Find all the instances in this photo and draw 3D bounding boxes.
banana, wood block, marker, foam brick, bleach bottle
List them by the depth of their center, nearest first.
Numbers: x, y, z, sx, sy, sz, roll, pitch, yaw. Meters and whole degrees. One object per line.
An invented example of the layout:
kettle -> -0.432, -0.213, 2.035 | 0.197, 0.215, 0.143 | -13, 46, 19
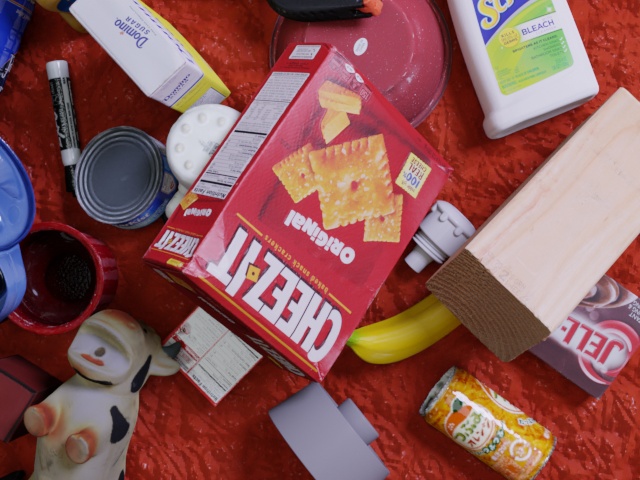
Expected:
wood block -> 0.191, -0.013, 0.839 | 0.090, 0.091, 0.205 | 45, 65, 5
banana -> 0.102, 0.051, 0.900 | 0.197, 0.069, 0.037 | -32, 57, -9
bleach bottle -> 0.143, -0.220, 0.901 | 0.102, 0.068, 0.251 | -22, 86, 3
foam brick -> -0.265, 0.134, 0.918 | 0.051, 0.078, 0.053 | 30, 89, 4
marker -> -0.224, -0.098, 0.946 | 0.020, 0.020, 0.121 | -10, 89, 4

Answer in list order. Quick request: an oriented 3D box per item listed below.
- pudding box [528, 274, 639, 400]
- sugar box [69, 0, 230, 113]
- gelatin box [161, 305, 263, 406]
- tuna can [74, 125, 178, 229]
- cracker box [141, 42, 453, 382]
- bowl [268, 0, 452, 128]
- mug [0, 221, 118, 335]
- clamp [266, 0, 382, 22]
pudding box -> 0.214, 0.066, 0.904 | 0.113, 0.039, 0.090 | 35, 92, 4
sugar box -> -0.131, -0.150, 0.861 | 0.048, 0.176, 0.093 | -43, 87, 2
gelatin box -> -0.086, 0.088, 0.929 | 0.073, 0.030, 0.089 | 44, 95, 3
tuna can -> -0.167, -0.053, 0.922 | 0.086, 0.033, 0.086 | -4, 78, 19
cracker box -> -0.010, -0.022, 0.837 | 0.164, 0.072, 0.213 | 42, 73, -33
bowl -> 0.033, -0.163, 0.911 | 0.162, 0.055, 0.162 | 0, 90, 4
mug -> -0.231, 0.038, 0.913 | 0.117, 0.081, 0.093 | -34, 87, 3
clamp -> -0.037, -0.236, 0.895 | 0.164, 0.036, 0.210 | -49, 64, 8
